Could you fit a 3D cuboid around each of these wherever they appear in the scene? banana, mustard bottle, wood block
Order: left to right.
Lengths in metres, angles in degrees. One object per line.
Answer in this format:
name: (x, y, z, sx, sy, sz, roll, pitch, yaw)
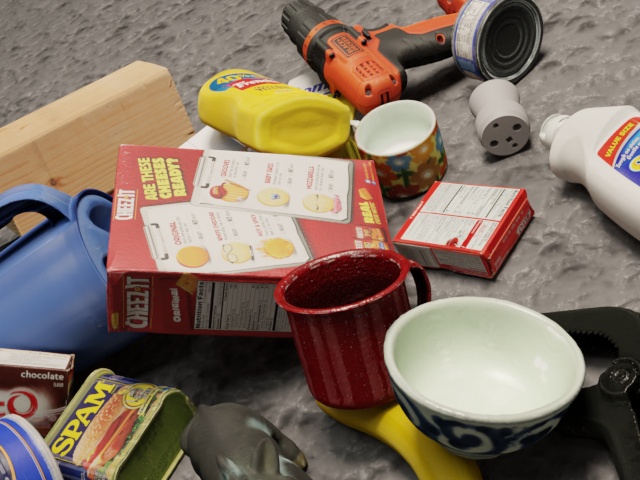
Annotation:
wood block: (-0.243, -0.097, 1.092, 0.205, 0.091, 0.090, -31, 27, -21)
mustard bottle: (-0.058, -0.120, 0.976, 0.096, 0.058, 0.192, -9, 21, -27)
banana: (0.057, 0.141, 0.700, 0.069, 0.037, 0.198, -31, 36, -4)

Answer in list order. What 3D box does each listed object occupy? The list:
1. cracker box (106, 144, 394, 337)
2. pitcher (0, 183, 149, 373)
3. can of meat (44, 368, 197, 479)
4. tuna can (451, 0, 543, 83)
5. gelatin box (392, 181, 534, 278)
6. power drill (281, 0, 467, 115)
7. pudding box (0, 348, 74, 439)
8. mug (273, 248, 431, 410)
cracker box: (-0.055, 0.001, 0.839, 0.213, 0.072, 0.164, 2, 38, -8)
pitcher: (-0.260, 0.063, 0.911, 0.243, 0.149, 0.145, -31, -9, 14)
can of meat: (-0.154, 0.154, 0.818, 0.084, 0.057, 0.102, 6, 50, 36)
tuna can: (0.161, -0.184, 0.967, 0.086, 0.086, 0.034, -42, 40, -15)
gelatin box: (0.113, -0.010, 0.844, 0.089, 0.030, 0.073, 9, 50, 41)
power drill: (0.073, -0.203, 1.027, 0.187, 0.057, 0.185, -26, 49, -14)
pudding box: (-0.255, 0.132, 0.849, 0.113, 0.090, 0.039, 4, 19, -7)
mug: (0.032, 0.056, 0.734, 0.117, 0.081, 0.093, -30, 26, -33)
